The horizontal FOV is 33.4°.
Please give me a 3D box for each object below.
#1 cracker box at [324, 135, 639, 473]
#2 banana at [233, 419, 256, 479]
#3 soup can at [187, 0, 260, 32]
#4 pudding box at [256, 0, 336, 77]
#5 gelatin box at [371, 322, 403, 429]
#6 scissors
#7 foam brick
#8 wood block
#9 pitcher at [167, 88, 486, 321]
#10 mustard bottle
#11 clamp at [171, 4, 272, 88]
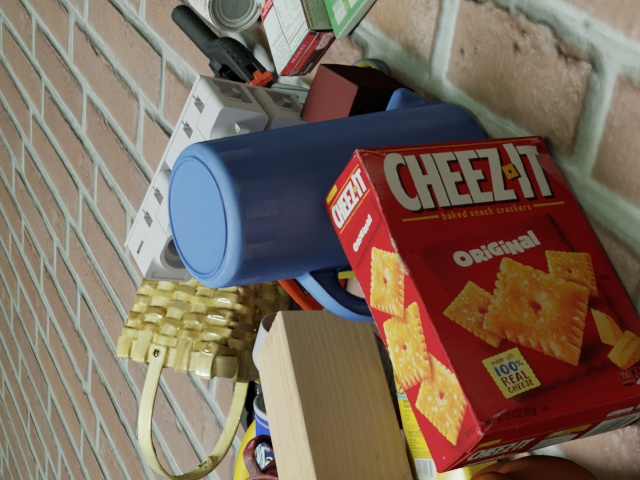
[{"bbox_3d":[0.118,0.033,0.722,0.072,0.163,0.214,-57,47,50],"label":"cracker box"},{"bbox_3d":[-0.063,0.257,1.190,0.037,0.069,0.198,-66,-20,-68],"label":"banana"},{"bbox_3d":[-0.114,-0.283,1.208,0.102,0.068,0.068,47,136,49],"label":"soup can"},{"bbox_3d":[-0.026,-0.236,1.079,0.090,0.039,0.113,-43,60,58],"label":"pudding box"},{"bbox_3d":[0.064,0.124,0.998,0.089,0.030,0.073,42,131,53],"label":"gelatin box"},{"bbox_3d":[0.011,-0.151,1.034,0.202,0.016,0.096,43,129,44],"label":"scissors"},{"bbox_3d":[0.032,-0.119,0.929,0.051,0.078,0.053,38,119,35],"label":"foam brick"},{"bbox_3d":[0.012,0.171,0.945,0.090,0.090,0.206,116,148,-48],"label":"wood block"},{"bbox_3d":[0.012,-0.024,0.830,0.149,0.242,0.145,43,132,43],"label":"pitcher"},{"bbox_3d":[0.099,0.127,0.898,0.096,0.058,0.191,160,101,-65],"label":"mustard bottle"},{"bbox_3d":[-0.107,-0.197,1.233,0.172,0.039,0.120,42,167,42],"label":"clamp"}]
